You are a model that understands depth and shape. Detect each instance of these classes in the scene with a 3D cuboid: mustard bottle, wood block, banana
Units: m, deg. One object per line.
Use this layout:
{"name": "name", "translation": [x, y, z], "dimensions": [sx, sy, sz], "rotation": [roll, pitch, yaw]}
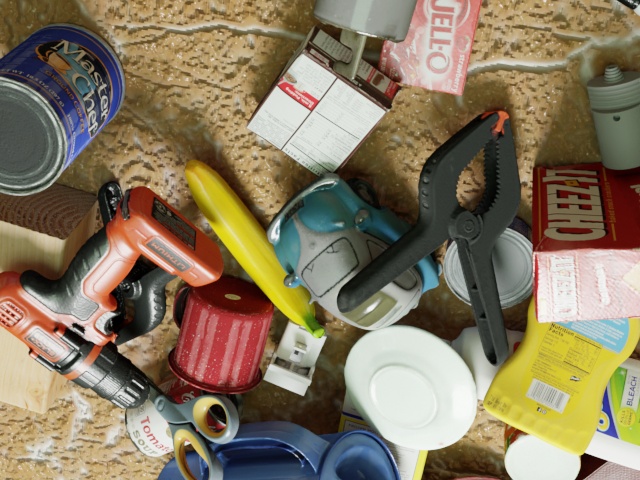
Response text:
{"name": "mustard bottle", "translation": [0.222, 0.081, 0.925], "dimensions": [0.096, 0.058, 0.191], "rotation": [25, 85, 15]}
{"name": "wood block", "translation": [-0.282, 0.052, 1.032], "dimensions": [0.091, 0.090, 0.206], "rotation": [16, 121, 3]}
{"name": "banana", "translation": [-0.060, 0.005, 0.978], "dimensions": [0.037, 0.070, 0.198], "rotation": [-41, 100, -15]}

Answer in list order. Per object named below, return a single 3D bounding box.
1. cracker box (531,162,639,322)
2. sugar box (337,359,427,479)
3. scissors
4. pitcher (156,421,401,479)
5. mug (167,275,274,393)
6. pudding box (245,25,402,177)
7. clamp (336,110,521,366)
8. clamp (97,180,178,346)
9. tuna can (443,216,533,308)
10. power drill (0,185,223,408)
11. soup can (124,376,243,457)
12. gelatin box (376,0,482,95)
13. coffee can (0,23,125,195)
{"name": "cracker box", "translation": [0.276, -0.009, 0.842], "dimensions": [0.214, 0.164, 0.072], "rotation": [-3, 116, 13]}
{"name": "sugar box", "translation": [0.064, 0.190, 1.063], "dimensions": [0.093, 0.048, 0.176], "rotation": [14, 117, 6]}
{"name": "scissors", "translation": [-0.136, 0.150, 1.027], "dimensions": [0.016, 0.202, 0.096], "rotation": [14, 120, -45]}
{"name": "pitcher", "translation": [-0.054, 0.249, 1.043], "dimensions": [0.243, 0.144, 0.149], "rotation": [-11, 81, 38]}
{"name": "mug", "translation": [-0.099, 0.081, 1.018], "dimensions": [0.117, 0.093, 0.081], "rotation": [33, 118, 38]}
{"name": "pudding box", "translation": [0.001, -0.112, 0.899], "dimensions": [0.090, 0.039, 0.114], "rotation": [34, 139, -9]}
{"name": "clamp", "translation": [0.121, -0.004, 0.892], "dimensions": [0.164, 0.036, 0.210], "rotation": [28, 83, -22]}
{"name": "clamp", "translation": [-0.184, 0.027, 1.026], "dimensions": [0.120, 0.039, 0.172], "rotation": [42, 124, 14]}
{"name": "tuna can", "translation": [0.154, 0.017, 0.956], "dimensions": [0.086, 0.033, 0.086], "rotation": [5, 119, 9]}
{"name": "power drill", "translation": [-0.177, 0.055, 0.946], "dimensions": [0.188, 0.057, 0.184], "rotation": [-39, 119, 17]}
{"name": "soup can", "translation": [-0.139, 0.172, 1.082], "dimensions": [0.102, 0.068, 0.068], "rotation": [-26, 111, 24]}
{"name": "gelatin box", "translation": [0.089, -0.169, 0.869], "dimensions": [0.073, 0.030, 0.089], "rotation": [12, 120, 5]}
{"name": "coffee can", "translation": [-0.236, -0.114, 0.902], "dimensions": [0.103, 0.140, 0.103], "rotation": [5, 119, 9]}
